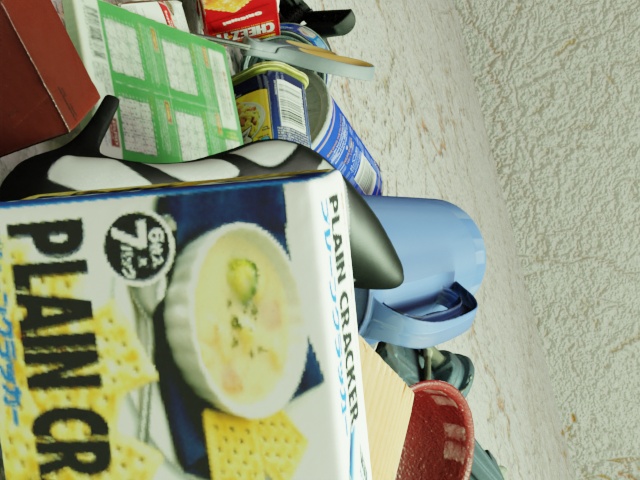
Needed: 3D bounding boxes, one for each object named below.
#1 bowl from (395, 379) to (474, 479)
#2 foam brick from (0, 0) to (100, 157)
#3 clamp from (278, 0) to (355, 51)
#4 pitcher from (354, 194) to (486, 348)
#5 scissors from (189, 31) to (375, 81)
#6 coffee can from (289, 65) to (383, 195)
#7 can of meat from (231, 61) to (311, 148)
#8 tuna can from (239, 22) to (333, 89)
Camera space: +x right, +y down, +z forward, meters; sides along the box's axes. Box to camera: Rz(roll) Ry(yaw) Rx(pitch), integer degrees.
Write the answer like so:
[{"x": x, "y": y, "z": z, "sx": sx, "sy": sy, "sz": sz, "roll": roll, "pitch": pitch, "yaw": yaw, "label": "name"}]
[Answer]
[{"x": 0.043, "y": 0.170, "z": 0.781, "sx": 0.161, "sy": 0.055, "sz": 0.162, "roll": -20, "pitch": 118, "yaw": -41, "label": "bowl"}, {"x": -0.163, "y": -0.093, "z": 0.570, "sx": 0.053, "sy": 0.051, "sz": 0.078, "roll": -72, "pitch": 143, "yaw": -60, "label": "foam brick"}, {"x": -0.019, "y": -0.217, "z": 1.063, "sx": 0.165, "sy": 0.036, "sz": 0.210, "roll": 45, "pitch": -11, "yaw": 21, "label": "clamp"}, {"x": 0.050, "y": 0.027, "z": 0.880, "sx": 0.242, "sy": 0.145, "sz": 0.149, "roll": -7, "pitch": 73, "yaw": -56, "label": "pitcher"}, {"x": -0.053, "y": -0.162, "z": 0.885, "sx": 0.096, "sy": 0.201, "sz": 0.016, "roll": -130, "pitch": -128, "yaw": -66, "label": "scissors"}, {"x": -0.014, "y": -0.074, "z": 0.949, "sx": 0.140, "sy": 0.103, "sz": 0.103, "roll": 49, "pitch": 30, "yaw": -55, "label": "coffee can"}, {"x": -0.054, "y": -0.077, "z": 0.822, "sx": 0.057, "sy": 0.102, "sz": 0.084, "roll": 19, "pitch": 58, "yaw": -50, "label": "can of meat"}, {"x": -0.032, "y": -0.158, "z": 0.997, "sx": 0.033, "sy": 0.086, "sz": 0.086, "roll": -59, "pitch": 132, "yaw": -65, "label": "tuna can"}]
